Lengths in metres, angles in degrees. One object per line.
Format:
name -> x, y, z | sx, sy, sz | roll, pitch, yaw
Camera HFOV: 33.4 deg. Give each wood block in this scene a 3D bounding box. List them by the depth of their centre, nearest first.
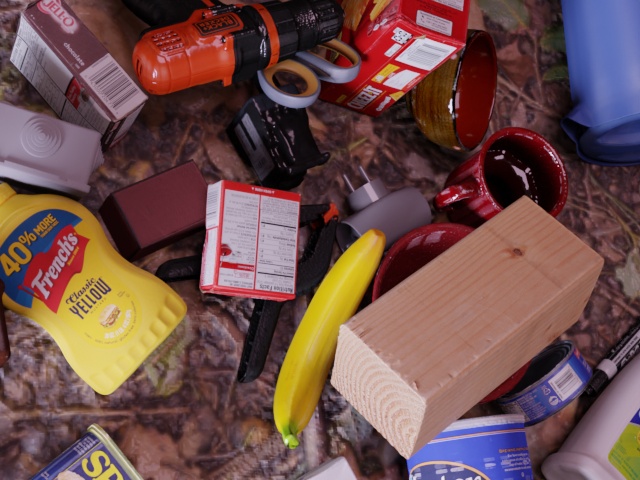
wood block -> 0.117, 0.065, 0.844 | 0.205, 0.090, 0.091 | -33, 61, -27

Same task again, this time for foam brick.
foam brick -> -0.130, -0.024, 0.867 | 0.078, 0.053, 0.051 | -26, 85, -28

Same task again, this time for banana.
banana -> 0.004, 0.082, 0.880 | 0.037, 0.070, 0.197 | 32, 67, -24

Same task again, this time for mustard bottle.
mustard bottle -> -0.201, 0.022, 0.819 | 0.191, 0.058, 0.096 | 44, 80, -4

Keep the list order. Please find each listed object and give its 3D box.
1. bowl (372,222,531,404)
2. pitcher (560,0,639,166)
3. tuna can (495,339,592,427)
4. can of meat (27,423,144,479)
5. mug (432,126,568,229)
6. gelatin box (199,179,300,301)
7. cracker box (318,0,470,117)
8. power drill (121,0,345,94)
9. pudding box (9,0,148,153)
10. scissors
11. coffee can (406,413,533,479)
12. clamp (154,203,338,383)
bowl -> 0.109, 0.068, 0.937 | 0.162, 0.055, 0.162 | 7, 72, -21
pitcher -> 0.317, -0.205, 1.071 | 0.149, 0.145, 0.243 | 20, 60, -51
tuna can -> 0.196, 0.126, 0.939 | 0.086, 0.086, 0.034 | -38, 92, -28
can of meat -> -0.169, 0.200, 0.780 | 0.083, 0.058, 0.102 | -38, 90, -25
mug -> 0.156, -0.044, 0.977 | 0.117, 0.082, 0.093 | -14, 80, -26
gelatin box -> -0.056, 0.001, 0.853 | 0.073, 0.030, 0.089 | 9, 80, -31
cracker box -> 0.071, -0.241, 0.956 | 0.072, 0.164, 0.213 | 15, 69, -20
power drill -> -0.096, -0.204, 0.887 | 0.184, 0.057, 0.188 | -20, 51, -26
pudding box -> -0.195, -0.130, 0.852 | 0.039, 0.090, 0.113 | -40, 93, -26
scissors -> -0.066, -0.164, 0.904 | 0.202, 0.016, 0.096 | 18, 51, 12
coffee can -> 0.127, 0.219, 0.872 | 0.102, 0.103, 0.140 | -2, 75, -23
clamp -> -0.042, 0.035, 0.895 | 0.171, 0.039, 0.120 | -33, 99, -25
